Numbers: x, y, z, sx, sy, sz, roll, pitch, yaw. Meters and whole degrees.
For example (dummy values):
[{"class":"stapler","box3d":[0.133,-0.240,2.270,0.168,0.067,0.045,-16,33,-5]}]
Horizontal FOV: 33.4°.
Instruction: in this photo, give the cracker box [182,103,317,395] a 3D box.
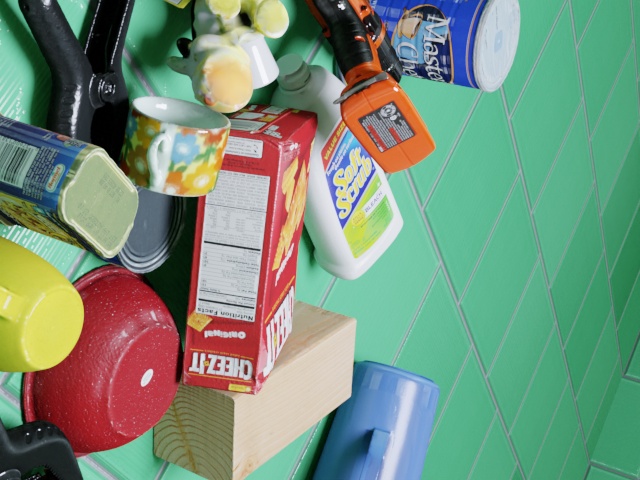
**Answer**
[{"class":"cracker box","box3d":[-0.056,0.001,0.905,0.164,0.072,0.214,-57,154,-73]}]

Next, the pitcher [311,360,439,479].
[{"class":"pitcher","box3d":[0.058,0.267,1.240,0.144,0.149,0.243,25,77,-37]}]

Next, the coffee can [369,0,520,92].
[{"class":"coffee can","box3d":[0.120,-0.214,1.093,0.102,0.140,0.103,-36,134,-49]}]

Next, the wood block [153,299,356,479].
[{"class":"wood block","box3d":[-0.057,0.136,1.005,0.205,0.090,0.091,-27,127,-54]}]

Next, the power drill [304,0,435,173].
[{"class":"power drill","box3d":[0.045,-0.152,0.972,0.184,0.057,0.188,44,21,-48]}]

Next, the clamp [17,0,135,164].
[{"class":"clamp","box3d":[-0.165,-0.111,0.731,0.120,0.039,0.171,-26,126,-57]}]

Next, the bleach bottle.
[{"class":"bleach bottle","box3d":[0.005,-0.075,1.039,0.102,0.068,0.250,-46,139,-17]}]

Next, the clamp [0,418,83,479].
[{"class":"clamp","box3d":[-0.226,0.156,0.734,0.164,0.036,0.209,-57,156,8]}]

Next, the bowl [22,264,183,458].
[{"class":"bowl","box3d":[-0.157,0.103,0.842,0.161,0.055,0.162,-36,133,-50]}]

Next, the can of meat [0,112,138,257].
[{"class":"can of meat","box3d":[-0.174,-0.035,0.689,0.102,0.084,0.057,61,50,-67]}]

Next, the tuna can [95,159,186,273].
[{"class":"tuna can","box3d":[-0.143,-0.020,0.827,0.086,0.034,0.086,-37,135,-49]}]
